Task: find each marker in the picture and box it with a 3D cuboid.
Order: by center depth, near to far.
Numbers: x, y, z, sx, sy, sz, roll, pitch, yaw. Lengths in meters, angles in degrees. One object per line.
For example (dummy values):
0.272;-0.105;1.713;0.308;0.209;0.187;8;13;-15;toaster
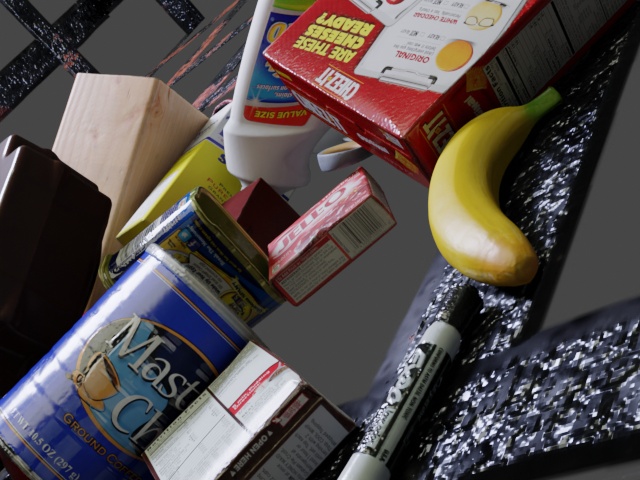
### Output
0.042;0.064;0.472;0.020;0.020;0.121;-22;27;51;marker

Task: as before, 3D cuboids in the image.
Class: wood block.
-0.178;-0.027;0.901;0.090;0.090;0.206;8;77;28;wood block

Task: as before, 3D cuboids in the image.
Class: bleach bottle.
-0.008;-0.133;0.813;0.068;0.102;0.251;-57;-15;-73;bleach bottle

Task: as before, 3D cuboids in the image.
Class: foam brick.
-0.055;0.001;0.799;0.051;0.053;0.078;-33;19;33;foam brick

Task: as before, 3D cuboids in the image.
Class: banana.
0.087;-0.028;0.563;0.070;0.037;0.197;-35;18;31;banana

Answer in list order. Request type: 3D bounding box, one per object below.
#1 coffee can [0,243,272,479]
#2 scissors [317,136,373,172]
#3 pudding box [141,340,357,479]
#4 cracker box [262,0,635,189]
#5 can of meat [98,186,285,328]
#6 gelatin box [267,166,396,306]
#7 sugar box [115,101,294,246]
-0.111;0.086;0.631;0.140;0.102;0.103;-47;17;-10;coffee can
0.021;-0.070;0.808;0.096;0.016;0.202;-20;9;-21;scissors
-0.040;0.102;0.543;0.090;0.039;0.114;-47;15;-9;pudding box
0.092;-0.149;0.699;0.213;0.072;0.164;-45;43;-6;cracker box
-0.083;0.026;0.719;0.084;0.102;0.057;-38;17;10;can of meat
0.005;-0.004;0.708;0.089;0.030;0.073;-40;15;10;gelatin box
-0.084;-0.031;0.873;0.048;0.093;0.176;-28;23;42;sugar box
